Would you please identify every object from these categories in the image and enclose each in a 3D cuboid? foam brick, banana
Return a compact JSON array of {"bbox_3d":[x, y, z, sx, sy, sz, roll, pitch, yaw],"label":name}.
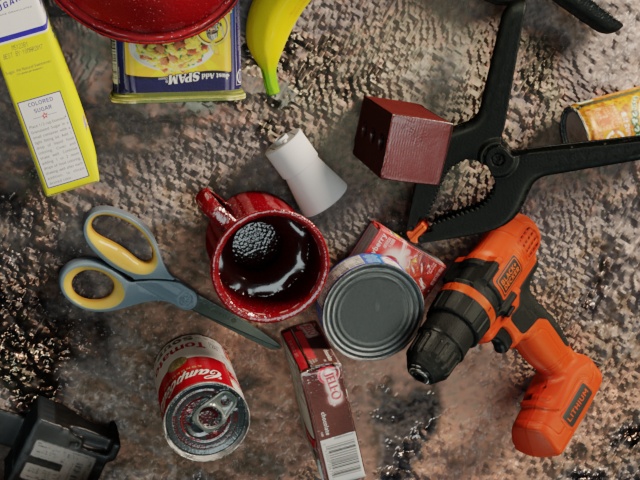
[{"bbox_3d":[0.064,-0.081,0.855,0.051,0.078,0.053,6,106,-17],"label":"foam brick"},{"bbox_3d":[0.006,-0.205,0.824,0.198,0.037,0.069,-45,125,4],"label":"banana"}]

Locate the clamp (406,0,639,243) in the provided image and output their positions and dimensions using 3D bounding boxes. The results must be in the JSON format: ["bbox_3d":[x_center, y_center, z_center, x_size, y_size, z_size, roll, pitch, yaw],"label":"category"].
[{"bbox_3d":[0.157,-0.067,0.875,0.164,0.036,0.210,39,109,0],"label":"clamp"}]

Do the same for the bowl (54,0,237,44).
[{"bbox_3d":[-0.121,-0.221,0.740,0.162,0.055,0.162,3,78,-14],"label":"bowl"}]

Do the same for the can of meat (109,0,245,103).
[{"bbox_3d":[-0.109,-0.149,0.802,0.102,0.057,0.084,-4,106,-13],"label":"can of meat"}]

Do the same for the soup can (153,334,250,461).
[{"bbox_3d":[-0.099,0.125,0.868,0.068,0.102,0.068,-4,109,-12],"label":"soup can"}]

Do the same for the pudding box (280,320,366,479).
[{"bbox_3d":[0.001,0.137,0.904,0.039,0.090,0.113,-13,111,-8],"label":"pudding box"}]

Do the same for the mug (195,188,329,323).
[{"bbox_3d":[-0.056,0.001,0.850,0.117,0.081,0.093,41,94,-22],"label":"mug"}]

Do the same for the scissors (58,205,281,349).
[{"bbox_3d":[-0.132,0.055,0.885,0.096,0.016,0.201,-41,112,4],"label":"scissors"}]

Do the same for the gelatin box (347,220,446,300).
[{"bbox_3d":[0.053,0.039,0.916,0.073,0.030,0.089,30,98,-20],"label":"gelatin box"}]

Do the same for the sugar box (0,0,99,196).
[{"bbox_3d":[-0.206,-0.129,0.765,0.048,0.093,0.176,-16,111,-9],"label":"sugar box"}]

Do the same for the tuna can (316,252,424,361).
[{"bbox_3d":[0.040,0.054,0.883,0.086,0.034,0.086,-4,108,-11],"label":"tuna can"}]

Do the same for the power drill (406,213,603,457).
[{"bbox_3d":[0.161,0.097,0.911,0.184,0.057,0.187,-50,121,-29],"label":"power drill"}]
